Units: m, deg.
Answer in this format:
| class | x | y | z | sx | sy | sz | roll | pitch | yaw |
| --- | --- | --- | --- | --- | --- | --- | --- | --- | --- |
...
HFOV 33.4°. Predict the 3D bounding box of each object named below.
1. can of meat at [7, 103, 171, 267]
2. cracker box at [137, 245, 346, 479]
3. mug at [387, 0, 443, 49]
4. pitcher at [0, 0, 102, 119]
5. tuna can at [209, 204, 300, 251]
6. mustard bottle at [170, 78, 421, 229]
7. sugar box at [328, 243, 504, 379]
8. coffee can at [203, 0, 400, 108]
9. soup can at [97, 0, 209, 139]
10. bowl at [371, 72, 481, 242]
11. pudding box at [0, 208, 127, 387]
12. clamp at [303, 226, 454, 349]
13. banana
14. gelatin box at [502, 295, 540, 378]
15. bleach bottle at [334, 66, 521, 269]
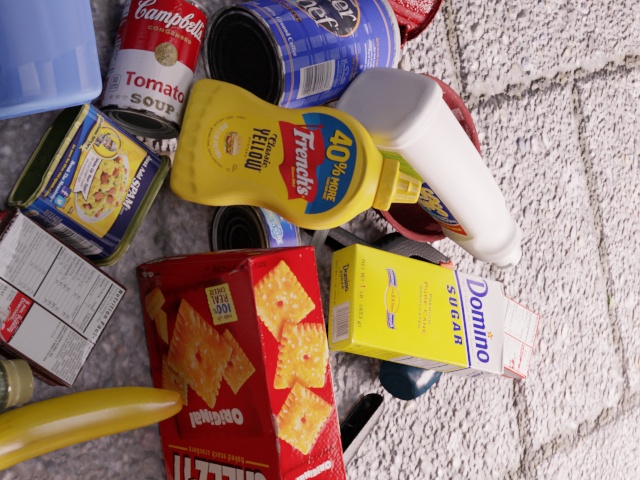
| class | x | y | z | sx | sy | sz | roll | pitch | yaw |
| --- | --- | --- | --- | --- | --- | --- | --- | --- | --- |
| can of meat | -0.175 | -0.044 | 0.812 | 0.083 | 0.058 | 0.102 | 37 | 64 | -31 |
| cracker box | -0.065 | 0.115 | 0.828 | 0.071 | 0.164 | 0.214 | -10 | 94 | -39 |
| mug | 0.058 | -0.231 | 0.997 | 0.081 | 0.093 | 0.117 | 16 | 70 | -34 |
| pitcher | -0.228 | -0.205 | 0.722 | 0.148 | 0.145 | 0.243 | -19 | 103 | -39 |
| tuna can | -0.056 | 0.001 | 0.892 | 0.033 | 0.086 | 0.086 | -10 | 94 | -39 |
| mustard bottle | -0.016 | -0.060 | 0.840 | 0.191 | 0.058 | 0.096 | 13 | 84 | -1 |
| sugar box | 0.092 | 0.068 | 0.981 | 0.176 | 0.048 | 0.093 | 13 | 70 | -28 |
| coffee can | -0.015 | -0.164 | 0.923 | 0.140 | 0.103 | 0.103 | -23 | 103 | -39 |
| soup can | -0.132 | -0.139 | 0.845 | 0.068 | 0.069 | 0.102 | 21 | 75 | -38 |
| bowl | 0.084 | -0.078 | 1.035 | 0.161 | 0.055 | 0.162 | 2 | 86 | -40 |
| pudding box | -0.211 | 0.044 | 0.789 | 0.113 | 0.039 | 0.090 | 43 | 62 | -33 |
| clamp | 0.053 | 0.024 | 1.016 | 0.171 | 0.039 | 0.120 | -18 | 104 | -37 |
| banana | -0.196 | 0.141 | 0.777 | 0.197 | 0.070 | 0.037 | -16 | 115 | -41 |
| gelatin box | 0.191 | 0.099 | 1.135 | 0.089 | 0.030 | 0.073 | 29 | 68 | -36 |
| bleach bottle | 0.117 | -0.049 | 0.948 | 0.068 | 0.103 | 0.250 | -53 | 130 | -9 |
